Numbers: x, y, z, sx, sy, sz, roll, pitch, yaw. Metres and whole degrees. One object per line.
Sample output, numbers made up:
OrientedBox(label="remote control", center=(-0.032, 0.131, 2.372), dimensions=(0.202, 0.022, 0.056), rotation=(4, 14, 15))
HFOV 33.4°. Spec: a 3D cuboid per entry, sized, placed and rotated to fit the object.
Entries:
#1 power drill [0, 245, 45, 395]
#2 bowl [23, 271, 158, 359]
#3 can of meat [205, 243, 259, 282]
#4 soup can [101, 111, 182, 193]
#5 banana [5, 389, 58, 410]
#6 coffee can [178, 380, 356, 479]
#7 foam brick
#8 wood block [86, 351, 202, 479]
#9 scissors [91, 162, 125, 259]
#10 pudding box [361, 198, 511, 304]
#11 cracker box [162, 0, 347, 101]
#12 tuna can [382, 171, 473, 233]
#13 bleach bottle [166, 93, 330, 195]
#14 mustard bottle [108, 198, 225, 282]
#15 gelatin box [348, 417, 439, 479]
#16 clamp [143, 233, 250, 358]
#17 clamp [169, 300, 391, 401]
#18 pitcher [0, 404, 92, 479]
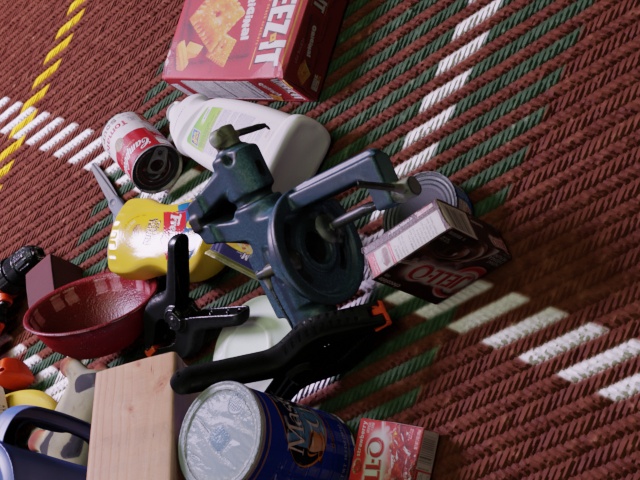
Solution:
OrientedBox(label="power drill", center=(-0.424, 0.116, 1.420), dimensions=(0.185, 0.057, 0.188), rotation=(-36, 49, 28))
OrientedBox(label="bowl", center=(-0.262, 0.094, 1.254), dimensions=(0.162, 0.161, 0.055), rotation=(9, 121, 43))
OrientedBox(label="can of meat", center=(-0.058, 0.001, 1.131), dimensions=(0.102, 0.057, 0.084), rotation=(26, 86, 13))
OrientedBox(label="soup can", center=(-0.225, -0.112, 1.338), dimensions=(0.068, 0.068, 0.102), rotation=(-54, 46, 9))
OrientedBox(label="banana", center=(-0.385, 0.224, 1.350), dimensions=(0.198, 0.037, 0.069), rotation=(-8, 65, 39))
OrientedBox(label="coffee can", center=(-0.048, 0.197, 0.998), dimensions=(0.103, 0.140, 0.103), rotation=(-18, 61, 35))
OrientedBox(label="foam brick", center=(-0.339, 0.068, 1.369), dimensions=(0.053, 0.051, 0.078), rotation=(-35, 52, 25))
OrientedBox(label="wood block", center=(-0.163, 0.223, 1.015), dimensions=(0.090, 0.090, 0.206), rotation=(-16, 48, 12))
OrientedBox(label="scissors", center=(-0.268, -0.027, 1.374), dimensions=(0.202, 0.016, 0.096), rotation=(32, 94, 44))
OrientedBox(label="pudding box", center=(0.106, 0.012, 0.966), dimensions=(0.090, 0.113, 0.039), rotation=(-36, 54, 25))
OrientedBox(label="cracker box", center=(-0.079, -0.254, 1.271), dimensions=(0.214, 0.072, 0.164), rotation=(8, 77, 42))
OrientedBox(label="tuna can", center=(0.104, -0.021, 1.034), dimensions=(0.086, 0.033, 0.086), rotation=(-20, 58, 34))
OrientedBox(label="bleach bottle", center=(-0.100, -0.125, 1.241), dimensions=(0.251, 0.068, 0.102), rotation=(29, 91, 46))
OrientedBox(label="mustard bottle", center=(-0.155, 0.000, 1.227), dimensions=(0.192, 0.058, 0.096), rotation=(1, 68, 34))
OrientedBox(label="gelatin box", center=(0.063, 0.211, 0.972), dimensions=(0.073, 0.030, 0.089), rotation=(1, 72, 41))
OrientedBox(label="clamp", center=(-0.143, 0.085, 1.175), dimensions=(0.120, 0.039, 0.172), rotation=(46, 135, 20))
OrientedBox(label="clamp", center=(-0.031, 0.117, 1.025), dimensions=(0.210, 0.164, 0.036), rotation=(-34, 55, 13))
OrientedBox(label="pitcher", center=(-0.253, 0.274, 1.071), dimensions=(0.149, 0.242, 0.145), rotation=(-46, 48, 16))
